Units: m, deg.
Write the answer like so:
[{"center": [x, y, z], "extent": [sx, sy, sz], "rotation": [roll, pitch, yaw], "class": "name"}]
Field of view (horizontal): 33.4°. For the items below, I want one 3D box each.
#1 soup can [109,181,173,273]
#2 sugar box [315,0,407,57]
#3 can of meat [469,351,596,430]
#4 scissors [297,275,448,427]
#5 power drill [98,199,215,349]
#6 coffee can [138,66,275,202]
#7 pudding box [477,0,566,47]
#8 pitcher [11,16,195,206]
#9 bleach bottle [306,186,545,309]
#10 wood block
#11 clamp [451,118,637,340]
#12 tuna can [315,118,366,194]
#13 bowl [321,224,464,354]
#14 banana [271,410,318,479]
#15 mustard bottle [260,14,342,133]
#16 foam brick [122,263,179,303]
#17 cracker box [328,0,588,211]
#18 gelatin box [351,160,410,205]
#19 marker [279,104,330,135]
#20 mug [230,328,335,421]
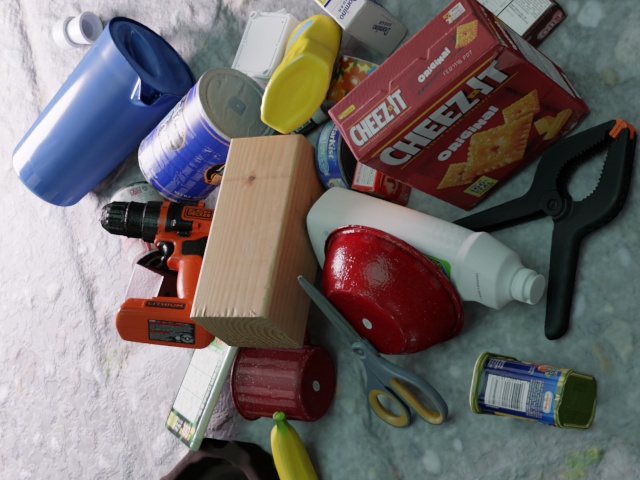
[{"center": [-0.212, -0.013, 1.305], "extent": [0.069, 0.068, 0.102], "rotation": [-37, 61, 23], "class": "soup can"}, {"center": [0.015, -0.282, 1.190], "extent": [0.048, 0.093, 0.176], "rotation": [-52, 58, 14], "class": "sugar box"}, {"center": [0.196, 0.139, 0.971], "extent": [0.084, 0.101, 0.057], "rotation": [8, 84, 33], "class": "can of meat"}, {"center": [0.039, 0.121, 1.065], "extent": [0.202, 0.016, 0.096], "rotation": [39, 140, 0], "class": "scissors"}, {"center": [-0.171, 0.029, 1.188], "extent": [0.184, 0.057, 0.187], "rotation": [5, 46, 2], "class": "power drill"}, {"center": [-0.131, -0.118, 1.228], "extent": [0.141, 0.102, 0.103], "rotation": [-37, 60, 42], "class": "coffee can"}, {"center": [0.180, -0.222, 1.096], "extent": [0.114, 0.039, 0.090], "rotation": [-46, 58, 16], "class": "pudding box"}, {"center": [-0.282, -0.162, 1.358], "extent": [0.243, 0.149, 0.145], "rotation": [-42, 81, 24], "class": "pitcher"}, {"center": [0.105, 0.020, 1.053], "extent": [0.251, 0.102, 0.068], "rotation": [18, 54, 37], "class": "bleach bottle"}, {"center": [-0.057, 0.001, 1.118], "extent": [0.091, 0.090, 0.206], "rotation": [-1, 64, 26], "class": "wood block"}, {"center": [0.221, -0.033, 1.028], "extent": [0.165, 0.036, 0.210], "rotation": [39, 107, 33], "class": "clamp"}, {"center": [0.031, -0.090, 1.142], "extent": [0.034, 0.086, 0.086], "rotation": [-2, 79, 36], "class": "tuna can"}, {"center": [0.058, 0.061, 1.046], "extent": [0.162, 0.162, 0.055], "rotation": [15, 53, 36], "class": "bowl"}, {"center": [-0.015, 0.273, 1.108], "extent": [0.037, 0.069, 0.198], "rotation": [-23, 83, 5], "class": "banana"}, {"center": [-0.014, -0.194, 1.160], "extent": [0.096, 0.058, 0.191], "rotation": [-57, 10, 30], "class": "mustard bottle"}, {"center": [-0.184, 0.063, 1.264], "extent": [0.051, 0.078, 0.053], "rotation": [21, 94, 35], "class": "foam brick"}, {"center": [0.136, -0.119, 0.996], "extent": [0.164, 0.213, 0.072], "rotation": [-40, 61, 21], "class": "cracker box"}, {"center": [0.071, -0.087, 1.121], "extent": [0.030, 0.073, 0.089], "rotation": [9, 85, 35], "class": "gelatin box"}, {"center": [-0.040, -0.117, 1.238], "extent": [0.121, 0.020, 0.020], "rotation": [-34, 63, 24], "class": "marker"}, {"center": [-0.036, 0.137, 1.138], "extent": [0.082, 0.093, 0.117], "rotation": [1, 87, 30], "class": "mug"}]
